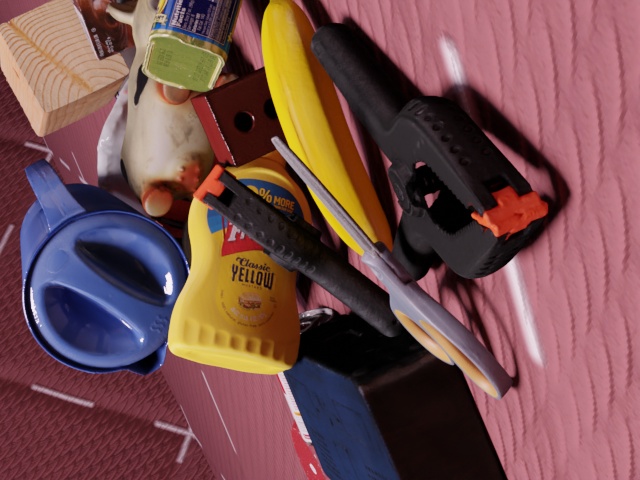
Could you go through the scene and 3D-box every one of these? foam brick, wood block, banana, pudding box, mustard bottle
[{"bbox_3d":[-0.038,-0.087,0.712,0.053,0.078,0.051,66,165,-12],"label":"foam brick"},{"bbox_3d":[-0.260,-0.171,1.063,0.091,0.090,0.206,63,166,-7],"label":"wood block"},{"bbox_3d":[0.004,-0.068,0.664,0.069,0.037,0.198,-42,-64,-59],"label":"banana"},{"bbox_3d":[-0.174,-0.226,0.930,0.039,0.090,0.113,50,159,50],"label":"pudding box"},{"bbox_3d":[-0.055,0.001,0.820,0.058,0.096,0.191,144,136,-63],"label":"mustard bottle"}]

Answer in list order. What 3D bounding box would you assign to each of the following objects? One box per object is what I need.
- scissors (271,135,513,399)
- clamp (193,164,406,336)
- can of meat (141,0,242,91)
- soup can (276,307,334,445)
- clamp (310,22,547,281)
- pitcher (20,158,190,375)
[{"bbox_3d":[0.034,0.017,0.617,0.201,0.016,0.096,46,170,-9],"label":"scissors"},{"bbox_3d":[-0.019,0.002,0.753,0.171,0.039,0.120,39,174,-22],"label":"clamp"},{"bbox_3d":[-0.082,-0.154,0.717,0.102,0.057,0.084,146,139,-75],"label":"can of meat"},{"bbox_3d":[-0.002,0.119,0.932,0.102,0.068,0.069,68,165,-12],"label":"soup can"},{"bbox_3d":[0.058,-0.024,0.561,0.210,0.036,0.164,43,155,63],"label":"clamp"},{"bbox_3d":[-0.206,0.009,0.939,0.243,0.144,0.149,-149,74,-67],"label":"pitcher"}]
